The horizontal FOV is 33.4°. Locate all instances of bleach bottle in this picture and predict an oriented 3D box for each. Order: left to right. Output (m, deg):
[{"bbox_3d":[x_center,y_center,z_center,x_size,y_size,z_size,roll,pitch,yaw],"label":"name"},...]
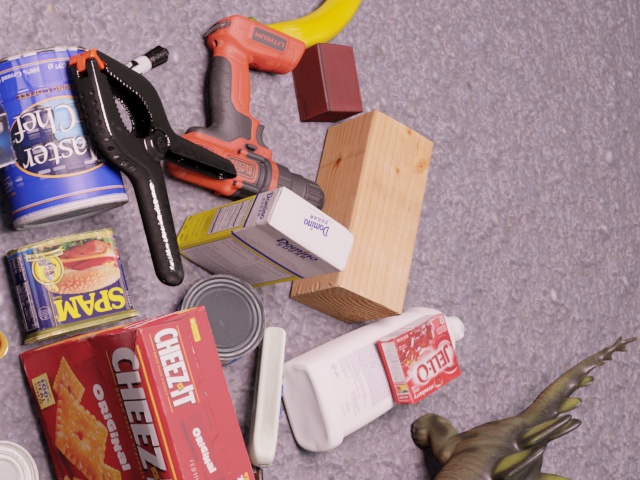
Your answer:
[{"bbox_3d":[0.071,0.139,1.168,0.250,0.068,0.102,-18,93,-41],"label":"bleach bottle"}]

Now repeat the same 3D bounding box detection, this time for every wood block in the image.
[{"bbox_3d":[0.046,-0.024,1.163,0.090,0.091,0.206,26,66,-31],"label":"wood block"}]

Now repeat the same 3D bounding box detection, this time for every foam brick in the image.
[{"bbox_3d":[0.007,-0.174,1.188,0.051,0.053,0.078,-6,85,-39],"label":"foam brick"}]

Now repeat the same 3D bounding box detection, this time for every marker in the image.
[{"bbox_3d":[-0.194,-0.162,1.049,0.120,0.020,0.020,-38,104,-37],"label":"marker"}]

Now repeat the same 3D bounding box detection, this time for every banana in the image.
[{"bbox_3d":[0.002,-0.263,1.213,0.197,0.037,0.069,-40,106,-36],"label":"banana"}]

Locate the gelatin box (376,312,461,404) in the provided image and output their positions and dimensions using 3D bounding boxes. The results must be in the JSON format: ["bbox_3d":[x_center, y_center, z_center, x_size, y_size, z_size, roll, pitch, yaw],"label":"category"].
[{"bbox_3d":[0.107,0.125,1.140,0.089,0.030,0.073,-21,96,-43],"label":"gelatin box"}]

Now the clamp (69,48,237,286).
[{"bbox_3d":[-0.150,-0.086,0.956,0.210,0.036,0.164,62,33,-25],"label":"clamp"}]

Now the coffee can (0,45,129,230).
[{"bbox_3d":[-0.237,-0.089,0.946,0.102,0.103,0.140,-14,89,-39],"label":"coffee can"}]

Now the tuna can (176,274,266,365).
[{"bbox_3d":[-0.099,0.079,1.048,0.086,0.034,0.086,6,71,-18],"label":"tuna can"}]

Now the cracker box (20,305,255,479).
[{"bbox_3d":[-0.157,0.152,0.886,0.071,0.214,0.164,-18,92,-40],"label":"cracker box"}]

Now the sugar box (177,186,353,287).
[{"bbox_3d":[-0.056,0.001,1.021,0.093,0.177,0.048,34,62,-28],"label":"sugar box"}]

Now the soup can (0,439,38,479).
[{"bbox_3d":[-0.277,0.194,0.856,0.068,0.102,0.068,9,75,-36],"label":"soup can"}]

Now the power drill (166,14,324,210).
[{"bbox_3d":[-0.064,-0.128,1.119,0.184,0.057,0.187,18,70,-34],"label":"power drill"}]

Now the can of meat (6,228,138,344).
[{"bbox_3d":[-0.224,0.040,0.960,0.101,0.058,0.084,-12,85,-40],"label":"can of meat"}]
